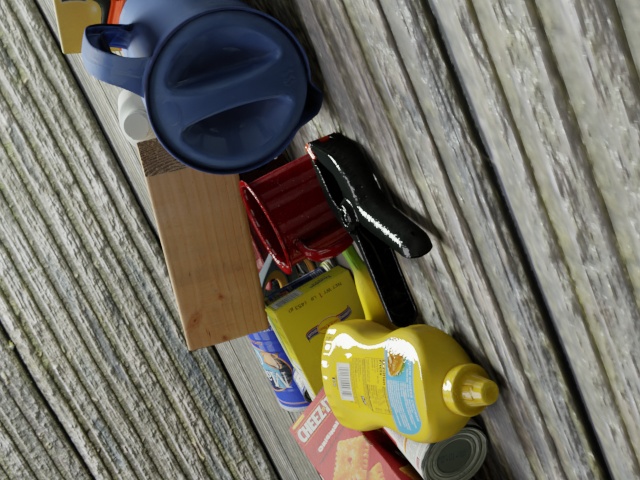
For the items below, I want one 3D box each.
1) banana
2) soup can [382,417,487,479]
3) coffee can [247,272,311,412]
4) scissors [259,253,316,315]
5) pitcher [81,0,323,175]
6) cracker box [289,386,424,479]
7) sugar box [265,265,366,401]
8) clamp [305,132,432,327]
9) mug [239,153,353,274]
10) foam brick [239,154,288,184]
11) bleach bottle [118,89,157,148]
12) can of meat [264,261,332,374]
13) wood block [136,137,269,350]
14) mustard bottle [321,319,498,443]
[{"bbox_3d":[0.053,0.070,1.001,0.070,0.037,0.198,61,170,27],"label":"banana"},{"bbox_3d":[0.096,0.166,0.959,0.102,0.068,0.068,45,160,53],"label":"soup can"},{"bbox_3d":[-0.031,0.126,1.320,0.140,0.102,0.103,66,168,-22],"label":"coffee can"},{"bbox_3d":[-0.058,0.001,1.201,0.016,0.096,0.201,9,133,49],"label":"scissors"},{"bbox_3d":[-0.114,-0.159,0.916,0.149,0.145,0.243,54,178,-30],"label":"pitcher"},{"bbox_3d":[0.088,0.240,1.008,0.164,0.072,0.214,30,-169,-39],"label":"cracker box"},{"bbox_3d":[0.022,0.126,1.120,0.176,0.093,0.048,63,169,-11],"label":"sugar box"},{"bbox_3d":[0.038,-0.024,0.843,0.171,0.039,0.120,60,157,19],"label":"clamp"},{"bbox_3d":[-0.010,-0.023,0.937,0.117,0.081,0.093,48,162,49],"label":"mug"},{"bbox_3d":[-0.061,-0.065,1.129,0.078,0.053,0.051,54,166,30],"label":"foam brick"},{"bbox_3d":[-0.185,-0.142,1.250,0.250,0.068,0.102,-79,-36,-76],"label":"bleach bottle"},{"bbox_3d":[-0.008,0.088,1.181,0.102,0.084,0.057,61,168,1],"label":"can of meat"},{"bbox_3d":[-0.120,-0.003,1.103,0.091,0.090,0.206,-120,18,-59],"label":"wood block"},{"bbox_3d":[0.075,0.117,0.882,0.192,0.058,0.096,-2,95,57],"label":"mustard bottle"}]
